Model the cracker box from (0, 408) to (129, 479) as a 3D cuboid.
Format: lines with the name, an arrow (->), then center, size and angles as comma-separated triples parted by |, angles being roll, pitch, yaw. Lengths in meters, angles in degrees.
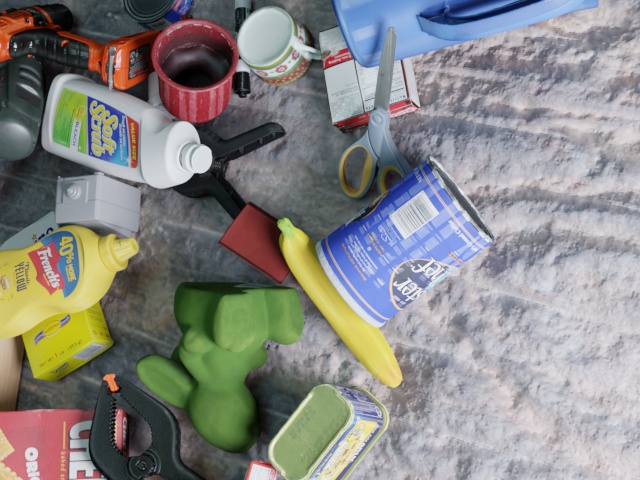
cracker box -> -0.312, 0.263, 1.122 | 0.213, 0.072, 0.164 | -1, 76, -3

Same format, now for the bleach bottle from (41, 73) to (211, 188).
bleach bottle -> -0.212, -0.120, 1.190 | 0.251, 0.067, 0.102 | 17, 95, 41

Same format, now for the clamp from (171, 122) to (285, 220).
clamp -> -0.113, -0.090, 1.177 | 0.172, 0.039, 0.120 | 24, 91, 29

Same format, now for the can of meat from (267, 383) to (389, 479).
can of meat -> 0.007, 0.187, 1.024 | 0.057, 0.083, 0.102 | 40, 97, 28

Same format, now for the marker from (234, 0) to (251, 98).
marker -> -0.088, -0.219, 1.209 | 0.020, 0.020, 0.121 | -7, 75, 25

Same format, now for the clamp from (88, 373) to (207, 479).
clamp -> -0.186, 0.239, 1.084 | 0.164, 0.036, 0.210 | -29, 78, -11

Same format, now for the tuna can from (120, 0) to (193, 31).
tuna can -> -0.194, -0.293, 1.272 | 0.086, 0.033, 0.086 | -7, 74, 25

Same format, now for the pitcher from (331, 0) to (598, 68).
pitcher -> 0.136, -0.245, 1.016 | 0.243, 0.149, 0.145 | -17, 85, 14

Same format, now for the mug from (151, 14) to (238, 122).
mug -> -0.141, -0.193, 1.179 | 0.093, 0.081, 0.117 | -11, 68, -11

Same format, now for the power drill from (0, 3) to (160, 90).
power drill -> -0.285, -0.232, 1.252 | 0.188, 0.184, 0.057 | 13, 117, 14

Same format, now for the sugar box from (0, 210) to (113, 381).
sugar box -> -0.309, 0.063, 1.234 | 0.093, 0.048, 0.176 | -32, 67, 15

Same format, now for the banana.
banana -> 0.014, 0.061, 1.052 | 0.037, 0.069, 0.198 | -37, 93, 8

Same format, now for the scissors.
scissors -> 0.071, -0.105, 1.039 | 0.096, 0.016, 0.202 | 36, 137, 11

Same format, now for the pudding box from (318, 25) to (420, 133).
pudding box -> 0.050, -0.178, 1.120 | 0.090, 0.039, 0.113 | -15, 73, 20

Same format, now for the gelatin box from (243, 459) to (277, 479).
gelatin box -> -0.066, 0.262, 1.031 | 0.030, 0.073, 0.089 | 15, 69, -2

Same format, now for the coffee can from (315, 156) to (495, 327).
coffee can -> 0.080, 0.002, 1.023 | 0.140, 0.102, 0.103 | -38, 64, 13

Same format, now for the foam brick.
foam brick -> -0.057, 0.001, 1.104 | 0.078, 0.053, 0.051 | 34, 95, -1

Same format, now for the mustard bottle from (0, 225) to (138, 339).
mustard bottle -> -0.287, 0.036, 1.174 | 0.192, 0.058, 0.096 | -20, 65, 15
